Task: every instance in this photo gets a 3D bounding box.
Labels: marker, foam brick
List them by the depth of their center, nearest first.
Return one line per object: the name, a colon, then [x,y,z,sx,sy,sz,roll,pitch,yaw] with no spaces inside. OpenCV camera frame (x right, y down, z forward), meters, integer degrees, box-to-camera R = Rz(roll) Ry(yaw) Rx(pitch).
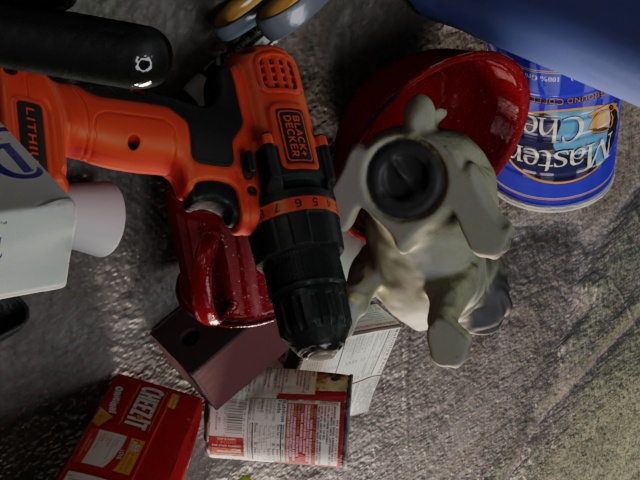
marker: [-0.054,-0.105,0.636,0.121,0.020,0.020,-44,142,-11]
foam brick: [-0.065,0.066,0.735,0.078,0.053,0.051,-41,141,-16]

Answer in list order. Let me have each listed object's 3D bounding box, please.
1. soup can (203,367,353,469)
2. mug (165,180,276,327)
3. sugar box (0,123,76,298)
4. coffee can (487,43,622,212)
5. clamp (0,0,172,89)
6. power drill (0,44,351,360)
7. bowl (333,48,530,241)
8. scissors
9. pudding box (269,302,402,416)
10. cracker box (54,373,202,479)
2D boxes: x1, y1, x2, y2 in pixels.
soup can: [-0.029,0.126,0.768,0.102,0.068,0.068,4,128,2]
mug: [-0.054,0.001,0.655,0.117,0.093,0.081,-62,153,-49]
sugar box: [-0.180,-0.038,0.429,0.093,0.176,0.048,-11,127,-41]
coffee can: [0.176,-0.106,0.806,0.102,0.103,0.140,-32,138,-25]
clamp: [-0.180,-0.099,0.448,0.209,0.165,0.036,0,112,-19]
power drill: [-0.077,-0.022,0.554,0.187,0.184,0.057,0,155,-31]
bowl: [0.066,-0.076,0.743,0.162,0.055,0.162,-25,143,-21]
scissors: [0.002,-0.174,0.629,0.016,0.096,0.201,56,43,-27]
pudding box: [0.004,0.100,0.848,0.113,0.039,0.090,-6,123,-46]
cracker box: [-0.143,0.222,0.695,0.164,0.072,0.214,-73,179,-65]
